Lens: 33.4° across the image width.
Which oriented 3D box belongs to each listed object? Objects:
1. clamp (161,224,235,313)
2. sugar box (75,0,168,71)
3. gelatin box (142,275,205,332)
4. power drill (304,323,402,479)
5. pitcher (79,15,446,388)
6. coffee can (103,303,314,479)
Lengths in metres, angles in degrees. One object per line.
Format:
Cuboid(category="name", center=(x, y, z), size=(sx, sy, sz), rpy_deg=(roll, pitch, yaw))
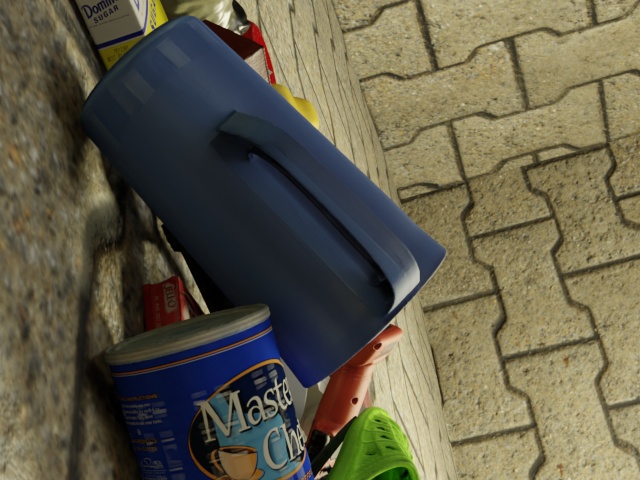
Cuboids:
Cuboid(category="clamp", center=(-0.098, -0.004, 0.817), size=(0.171, 0.039, 0.120), rpy_deg=(66, -10, -1))
Cuboid(category="sugar box", center=(-0.139, -0.150, 0.826), size=(0.093, 0.048, 0.176), rpy_deg=(-94, 168, -57))
Cuboid(category="gelatin box", center=(-0.095, 0.079, 0.758), size=(0.089, 0.030, 0.073), rpy_deg=(65, 12, -53))
Cuboid(category="power drill", center=(0.003, 0.155, 0.903), size=(0.184, 0.057, 0.188), rpy_deg=(-13, 125, -76))
Cuboid(category="pitcher", center=(-0.039, -0.032, 0.705), size=(0.243, 0.149, 0.144), rpy_deg=(46, 28, -3))
Cuboid(category="coffee can", center=(-0.063, 0.119, 0.648), size=(0.102, 0.103, 0.140), rpy_deg=(-35, 110, -81))
